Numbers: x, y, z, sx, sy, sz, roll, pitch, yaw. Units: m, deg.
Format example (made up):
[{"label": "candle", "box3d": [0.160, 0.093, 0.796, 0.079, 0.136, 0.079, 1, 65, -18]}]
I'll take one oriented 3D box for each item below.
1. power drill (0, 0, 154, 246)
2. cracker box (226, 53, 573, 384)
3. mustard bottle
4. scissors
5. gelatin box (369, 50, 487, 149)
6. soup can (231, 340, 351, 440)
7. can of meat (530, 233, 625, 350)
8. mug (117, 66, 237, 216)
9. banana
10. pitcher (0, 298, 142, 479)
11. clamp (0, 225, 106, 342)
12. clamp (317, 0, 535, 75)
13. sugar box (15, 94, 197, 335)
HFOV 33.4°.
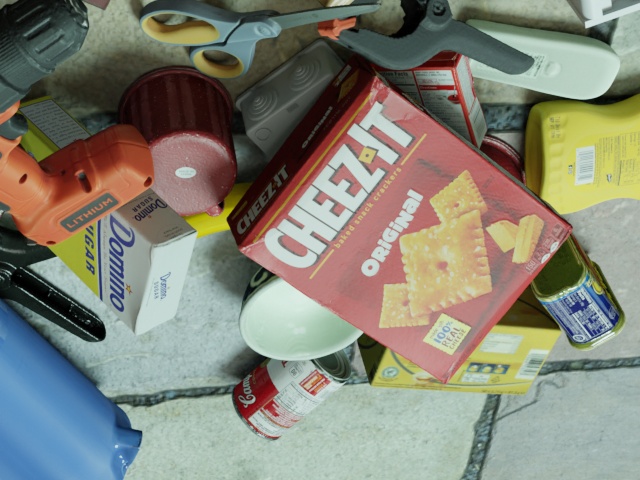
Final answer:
[{"label": "power drill", "box3d": [-0.183, -0.069, 0.662, 0.184, 0.057, 0.187, -28, 155, 14]}, {"label": "cracker box", "box3d": [0.063, -0.011, 0.819, 0.213, 0.072, 0.164, 34, 101, -24]}, {"label": "mustard bottle", "box3d": [0.275, -0.080, 0.918, 0.191, 0.058, 0.096, -7, 114, -7]}, {"label": "scissors", "box3d": [-0.036, -0.142, 0.754, 0.202, 0.016, 0.096, 8, 158, 26]}, {"label": "gelatin box", "box3d": [0.086, -0.113, 0.846, 0.073, 0.030, 0.089, 5, 139, 30]}, {"label": "soup can", "box3d": [-0.028, 0.138, 1.036, 0.068, 0.068, 0.102, 32, 117, -34]}, {"label": "can of meat", "box3d": [0.227, 0.037, 0.985, 0.057, 0.102, 0.083, -32, 128, 16]}, {"label": "mug", "box3d": [-0.104, -0.065, 0.830, 0.093, 0.081, 0.117, -21, 132, 5]}, {"label": "banana", "box3d": [-0.049, -0.016, 0.890, 0.198, 0.069, 0.037, 8, 168, 11]}, {"label": "pitcher", "box3d": [-0.280, 0.141, 0.923, 0.149, 0.145, 0.242, -44, 139, -14]}, {"label": "clamp", "box3d": [-0.260, 0.014, 0.890, 0.209, 0.036, 0.165, 14, 133, -21]}, {"label": "clamp", "box3d": [0.080, -0.177, 0.763, 0.171, 0.039, 0.120, -6, 95, -26]}, {"label": "sugar box", "box3d": [-0.171, -0.020, 0.797, 0.048, 0.176, 0.093, -25, 147, -40]}]
